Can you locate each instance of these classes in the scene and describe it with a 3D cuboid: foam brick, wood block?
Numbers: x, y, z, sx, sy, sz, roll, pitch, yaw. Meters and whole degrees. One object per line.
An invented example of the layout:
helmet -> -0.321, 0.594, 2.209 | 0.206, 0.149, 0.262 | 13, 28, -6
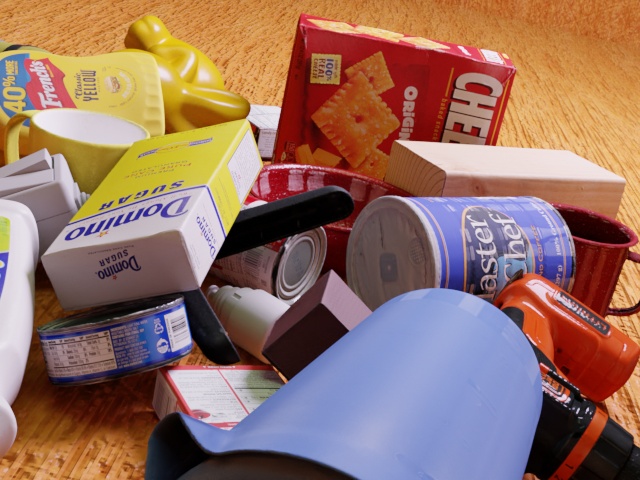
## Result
foam brick -> 0.011, 0.068, 0.634 | 0.078, 0.051, 0.053 | 47, 19, -8
wood block -> 0.167, -0.033, 0.991 | 0.205, 0.090, 0.091 | 0, 23, -29

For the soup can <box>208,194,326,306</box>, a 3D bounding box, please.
soup can -> -0.055, 0.001, 0.798 | 0.102, 0.068, 0.068 | 22, 22, 27

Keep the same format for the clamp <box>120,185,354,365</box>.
clamp -> -0.098, 0.018, 0.719 | 0.210, 0.036, 0.164 | 1, 37, 27

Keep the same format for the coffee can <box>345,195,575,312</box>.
coffee can -> 0.105, 0.018, 0.799 | 0.140, 0.103, 0.103 | -2, 25, -34

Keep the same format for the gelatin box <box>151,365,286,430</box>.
gelatin box -> -0.046, 0.102, 0.593 | 0.073, 0.030, 0.089 | 3, 22, -28

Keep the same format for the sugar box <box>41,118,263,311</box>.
sugar box -> -0.103, -0.022, 0.694 | 0.093, 0.048, 0.176 | -10, 23, 15

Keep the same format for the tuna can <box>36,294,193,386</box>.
tuna can -> -0.118, 0.057, 0.616 | 0.086, 0.034, 0.086 | -12, 4, 1

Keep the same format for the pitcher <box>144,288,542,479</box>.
pitcher -> 0.034, 0.114, 0.478 | 0.145, 0.149, 0.242 | 6, 17, 20

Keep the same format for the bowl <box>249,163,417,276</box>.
bowl -> 0.009, -0.013, 0.894 | 0.162, 0.055, 0.162 | 11, 20, -4

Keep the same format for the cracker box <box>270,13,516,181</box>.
cracker box -> 0.067, -0.120, 1.056 | 0.213, 0.164, 0.072 | 11, 22, -3

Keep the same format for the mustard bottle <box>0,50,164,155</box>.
mustard bottle -> -0.232, -0.117, 0.899 | 0.191, 0.058, 0.096 | -1, 61, -18

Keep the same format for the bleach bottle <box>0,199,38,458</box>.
bleach bottle -> -0.198, 0.055, 0.584 | 0.102, 0.068, 0.251 | 0, 25, -19
